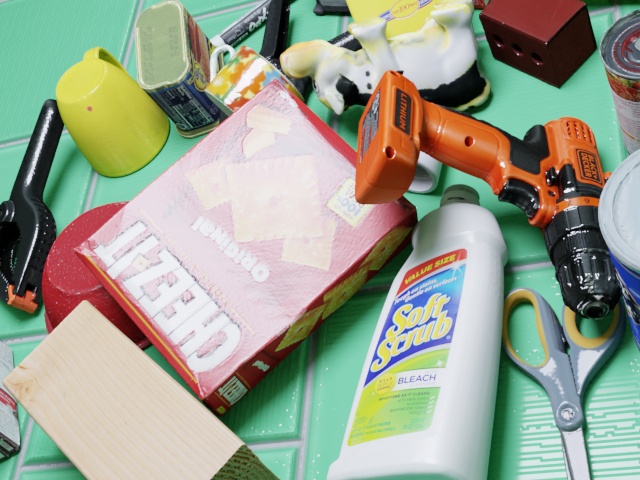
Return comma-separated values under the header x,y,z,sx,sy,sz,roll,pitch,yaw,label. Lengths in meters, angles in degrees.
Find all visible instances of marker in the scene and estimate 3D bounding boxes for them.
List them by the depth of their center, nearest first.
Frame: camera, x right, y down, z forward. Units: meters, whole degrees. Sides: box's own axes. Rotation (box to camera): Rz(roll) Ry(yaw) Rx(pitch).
x,y,z,sx,sy,sz,roll,pitch,yaw,label
-0.062,-0.225,1.068,0.121,0.020,0.020,-38,48,-4,marker

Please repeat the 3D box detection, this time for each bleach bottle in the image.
x,y,z,sx,sy,sz,roll,pitch,yaw,label
0.077,0.065,0.747,0.103,0.068,0.250,-17,43,34,bleach bottle

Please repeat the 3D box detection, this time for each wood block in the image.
x,y,z,sx,sy,sz,roll,pitch,yaw,label
-0.128,0.143,0.774,0.090,0.090,0.206,-47,48,-12,wood block

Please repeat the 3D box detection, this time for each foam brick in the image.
x,y,z,sx,sy,sz,roll,pitch,yaw,label
0.179,-0.173,0.883,0.051,0.053,0.078,-45,48,-10,foam brick

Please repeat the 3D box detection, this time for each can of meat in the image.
x,y,z,sx,sy,sz,roll,pitch,yaw,label
-0.131,-0.162,0.998,0.057,0.084,0.102,-17,61,15,can of meat

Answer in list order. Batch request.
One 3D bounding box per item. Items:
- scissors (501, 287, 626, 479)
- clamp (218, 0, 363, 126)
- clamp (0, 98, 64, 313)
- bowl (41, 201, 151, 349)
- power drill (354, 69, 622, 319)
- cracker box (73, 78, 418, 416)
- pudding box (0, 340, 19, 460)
x,y,z,sx,sy,sz,roll,pitch,yaw,label
0.178,0.102,0.699,0.096,0.016,0.202,-27,48,8,scissors
-0.043,-0.160,0.994,0.171,0.039,0.120,-45,50,-10,clamp
-0.282,-0.027,1.000,0.165,0.036,0.210,-42,47,18,clamp
-0.181,0.021,0.917,0.162,0.055,0.162,-14,51,17,bowl
0.118,-0.037,0.741,0.187,0.057,0.184,18,41,-13,power drill
-0.055,0.001,0.824,0.213,0.072,0.164,-41,70,-8,cracker box
-0.289,0.116,0.875,0.039,0.090,0.113,-27,48,5,pudding box
